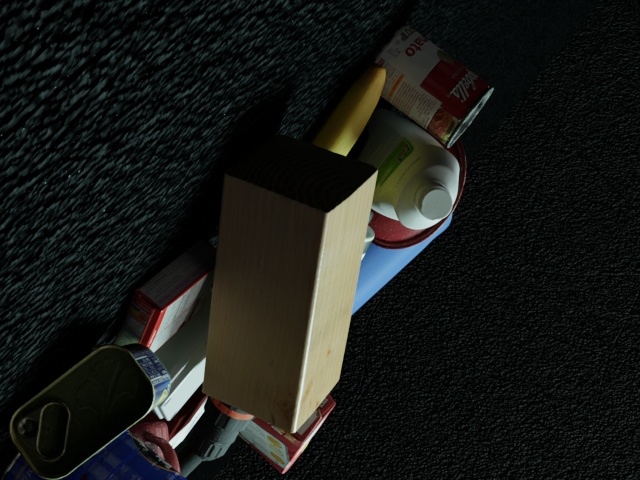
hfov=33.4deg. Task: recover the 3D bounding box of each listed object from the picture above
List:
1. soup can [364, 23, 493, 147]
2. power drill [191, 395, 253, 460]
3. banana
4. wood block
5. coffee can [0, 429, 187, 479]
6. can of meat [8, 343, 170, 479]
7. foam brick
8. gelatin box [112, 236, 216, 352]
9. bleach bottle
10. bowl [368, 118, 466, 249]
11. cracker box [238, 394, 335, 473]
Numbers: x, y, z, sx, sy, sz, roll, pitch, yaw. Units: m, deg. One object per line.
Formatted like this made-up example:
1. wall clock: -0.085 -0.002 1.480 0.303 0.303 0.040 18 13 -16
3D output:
1. soup can: 0.097 -0.142 0.976 0.068 0.102 0.068 -51 173 -9
2. power drill: -0.068 0.129 1.143 0.185 0.057 0.187 -58 -177 23
3. banana: -0.005 -0.071 0.943 0.197 0.037 0.070 -50 174 -14
4. wood block: -0.026 0.034 0.844 0.090 0.091 0.206 -42 147 -52
5. coffee can: -0.169 0.205 0.849 0.102 0.140 0.103 -51 173 -9
6. can of meat: -0.160 0.118 0.763 0.102 0.057 0.084 -38 176 1
7. foam brick: -0.161 0.174 1.116 0.051 0.053 0.078 -55 172 24
8. gelatin box: -0.119 0.047 0.836 0.089 0.030 0.073 -44 168 -47
9. bleach bottle: 0.078 -0.060 1.040 0.103 0.068 0.251 -57 -164 10
10. bowl: 0.083 -0.074 1.208 0.055 0.162 0.162 24 107 -45
11. cracker box: -0.075 0.195 1.330 0.072 0.164 0.214 -47 172 -22
